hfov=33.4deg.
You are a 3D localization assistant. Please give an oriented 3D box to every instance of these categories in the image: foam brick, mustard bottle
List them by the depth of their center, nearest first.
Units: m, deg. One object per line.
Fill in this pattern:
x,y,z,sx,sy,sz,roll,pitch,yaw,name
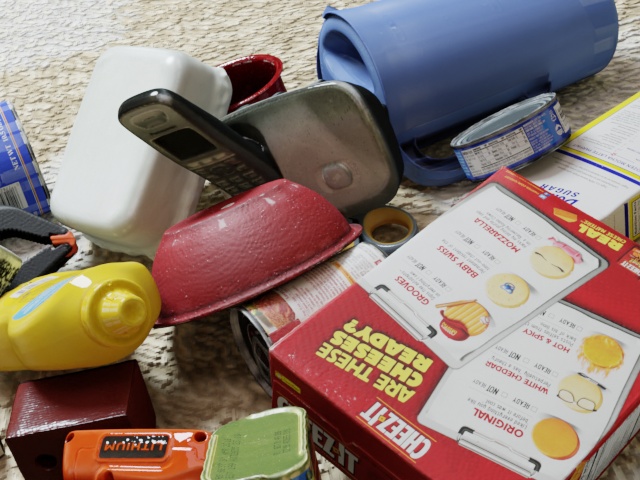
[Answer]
-0.145,0.115,0.660,0.078,0.053,0.051,-12,34,3,foam brick
-0.155,0.049,0.684,0.096,0.058,0.192,-27,8,-30,mustard bottle

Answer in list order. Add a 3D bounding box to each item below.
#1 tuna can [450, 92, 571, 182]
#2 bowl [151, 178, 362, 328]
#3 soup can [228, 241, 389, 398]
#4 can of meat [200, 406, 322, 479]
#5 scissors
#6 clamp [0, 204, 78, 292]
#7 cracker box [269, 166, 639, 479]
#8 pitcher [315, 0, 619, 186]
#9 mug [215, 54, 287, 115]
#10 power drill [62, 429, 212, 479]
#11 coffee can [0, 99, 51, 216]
0.143,-0.077,0.799,0.086,0.034,0.086,-27,9,5,tuna can
-0.055,0.001,0.731,0.162,0.055,0.162,-23,8,3,bowl
0.001,0.051,0.691,0.102,0.068,0.069,-27,37,-21,soup can
-0.023,0.138,0.528,0.057,0.084,0.102,-13,9,0,can of meat
0.028,-0.033,0.845,0.096,0.016,0.201,-10,35,9,scissors
-0.279,0.007,0.826,0.171,0.120,0.039,-19,-5,-15,clamp
0.102,0.067,0.608,0.164,0.072,0.213,34,54,28,cracker box
0.130,-0.151,0.900,0.242,0.149,0.145,-20,20,-17,pitcher
-0.072,-0.094,0.903,0.117,0.081,0.093,-24,33,-1,mug
-0.128,0.184,0.556,0.184,0.057,0.187,-2,38,15,power drill
-0.310,-0.047,0.901,0.140,0.103,0.103,-22,35,-14,coffee can
